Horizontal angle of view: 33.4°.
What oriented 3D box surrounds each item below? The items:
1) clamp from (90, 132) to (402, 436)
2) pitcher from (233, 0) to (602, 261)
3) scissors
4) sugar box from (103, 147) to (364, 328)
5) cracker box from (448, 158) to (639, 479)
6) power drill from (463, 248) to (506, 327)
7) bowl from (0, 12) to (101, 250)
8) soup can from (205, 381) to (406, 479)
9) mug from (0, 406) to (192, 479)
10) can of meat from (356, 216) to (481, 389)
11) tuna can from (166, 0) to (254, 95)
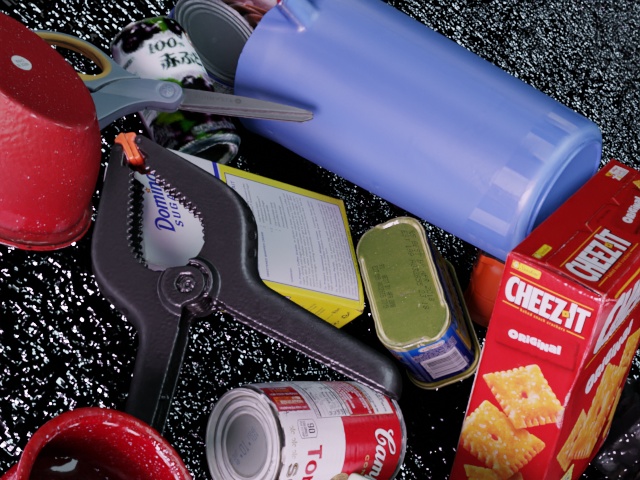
[{"bbox_3d":[-0.076,0.037,0.584,0.210,0.164,0.036,57,-6,19],"label":"clamp"},{"bbox_3d":[0.070,-0.080,0.759,0.243,0.145,0.149,33,29,25],"label":"pitcher"},{"bbox_3d":[-0.110,-0.079,0.673,0.201,0.016,0.096,19,55,-3],"label":"scissors"},{"bbox_3d":[-0.055,0.001,0.700,0.175,0.048,0.093,14,51,-36],"label":"sugar box"},{"bbox_3d":[0.166,0.075,0.715,0.072,0.214,0.163,27,38,24],"label":"cracker box"},{"bbox_3d":[0.166,-0.046,0.880,0.057,0.185,0.187,19,34,1],"label":"power drill"},{"bbox_3d":[-0.170,-0.072,0.556,0.162,0.055,0.162,39,20,-18],"label":"bowl"},{"bbox_3d":[-0.008,0.117,0.628,0.102,0.069,0.068,6,55,-44],"label":"soup can"},{"bbox_3d":[-0.106,0.136,0.495,0.117,0.082,0.093,7,54,-44],"label":"mug"},{"bbox_3d":[0.068,0.044,0.755,0.084,0.057,0.102,50,22,-58],"label":"can of meat"},{"bbox_3d":[-0.082,-0.141,0.802,0.086,0.034,0.086,28,42,-29],"label":"tuna can"}]
